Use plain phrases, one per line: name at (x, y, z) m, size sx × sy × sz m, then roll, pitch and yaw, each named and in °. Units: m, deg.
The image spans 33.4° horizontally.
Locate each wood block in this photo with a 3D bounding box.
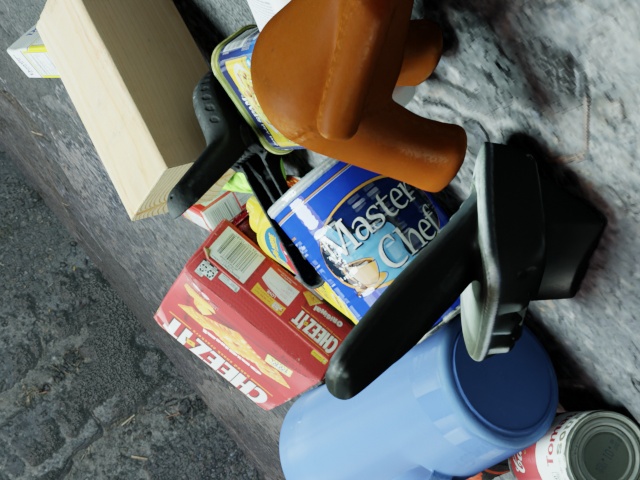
wood block at (-0.157, -0.134, 0.930) m, size 0.206 × 0.090 × 0.090 m, roll 61°, pitch 141°, yaw 14°

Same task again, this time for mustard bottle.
mustard bottle at (-0.002, 0.009, 0.928) m, size 0.192 × 0.058 × 0.096 m, roll 37°, pitch 163°, yaw 38°

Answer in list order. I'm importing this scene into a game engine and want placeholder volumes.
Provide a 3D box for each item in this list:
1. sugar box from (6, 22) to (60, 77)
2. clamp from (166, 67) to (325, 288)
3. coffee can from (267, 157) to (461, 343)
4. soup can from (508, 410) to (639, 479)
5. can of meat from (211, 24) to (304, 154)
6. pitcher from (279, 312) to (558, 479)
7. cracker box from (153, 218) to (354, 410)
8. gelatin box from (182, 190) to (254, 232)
sugar box at (-0.248, -0.210, 1.095) m, size 0.048 × 0.093 × 0.176 m, roll 52°, pitch 159°, yaw -26°
clamp at (-0.067, -0.073, 0.842) m, size 0.164 × 0.036 × 0.210 m, roll 24°, pitch -134°, yaw -48°
coffee can at (0.044, 0.001, 0.781) m, size 0.140 × 0.102 × 0.103 m, roll 51°, pitch 164°, yaw 0°
soup can at (0.191, 0.161, 0.795) m, size 0.068 × 0.068 × 0.102 m, roll 51°, pitch 163°, yaw 0°
can of meat at (-0.025, -0.116, 0.798) m, size 0.102 × 0.057 × 0.084 m, roll 56°, pitch 161°, yaw -18°
pitcher at (0.075, 0.154, 0.854) m, size 0.149 × 0.144 × 0.243 m, roll 59°, pitch 143°, yaw 8°
cracker box at (-0.073, 0.083, 1.055) m, size 0.164 × 0.072 × 0.214 m, roll 40°, pitch 157°, yaw -2°
gelatin box at (-0.093, -0.049, 1.067) m, size 0.073 × 0.089 × 0.030 m, roll 26°, pitch 148°, yaw 57°
